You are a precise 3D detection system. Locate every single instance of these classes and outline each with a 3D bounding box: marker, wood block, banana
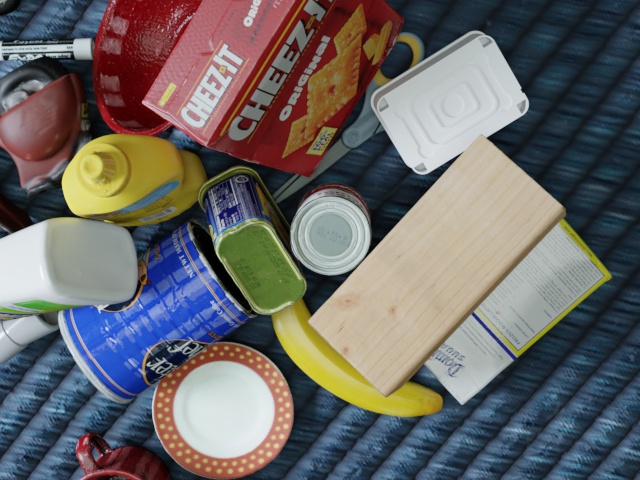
[{"bbox_3d":[-0.259,-0.167,0.937,0.121,0.020,0.020,-1,99,2],"label":"marker"},{"bbox_3d":[0.099,0.022,0.883,0.090,0.090,0.206,44,97,11],"label":"wood block"},{"bbox_3d":[0.020,0.104,0.962,0.198,0.037,0.070,44,98,-5],"label":"banana"}]

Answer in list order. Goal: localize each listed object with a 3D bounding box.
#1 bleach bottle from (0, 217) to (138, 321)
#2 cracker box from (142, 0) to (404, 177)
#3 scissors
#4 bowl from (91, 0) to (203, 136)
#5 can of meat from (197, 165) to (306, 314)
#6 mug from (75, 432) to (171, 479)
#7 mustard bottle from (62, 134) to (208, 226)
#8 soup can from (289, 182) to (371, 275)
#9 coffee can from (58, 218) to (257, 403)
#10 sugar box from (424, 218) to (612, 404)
[{"bbox_3d":[-0.276,0.041,0.908,0.251,0.102,0.068,-15,75,36],"label":"bleach bottle"},{"bbox_3d":[-0.025,-0.142,0.833,0.072,0.213,0.164,35,99,17],"label":"cracker box"},{"bbox_3d":[0.027,-0.112,0.938,0.202,0.016,0.096,-23,98,4],"label":"scissors"},{"bbox_3d":[-0.121,-0.158,0.892,0.162,0.055,0.162,-11,74,41],"label":"bowl"},{"bbox_3d":[-0.056,0.001,0.905,0.057,0.084,0.102,-28,126,4],"label":"can of meat"},{"bbox_3d":[-0.186,0.227,0.965,0.093,0.081,0.117,-29,97,6],"label":"mug"},{"bbox_3d":[-0.155,-0.049,0.863,0.096,0.191,0.058,-19,86,5],"label":"mustard bottle"},{"bbox_3d":[0.010,-0.011,0.911,0.068,0.102,0.068,0,99,2],"label":"soup can"},{"bbox_3d":[-0.140,0.061,0.927,0.140,0.103,0.103,-34,97,6],"label":"coffee can"},{"bbox_3d":[0.160,0.052,0.946,0.176,0.048,0.093,-41,94,11],"label":"sugar box"}]
